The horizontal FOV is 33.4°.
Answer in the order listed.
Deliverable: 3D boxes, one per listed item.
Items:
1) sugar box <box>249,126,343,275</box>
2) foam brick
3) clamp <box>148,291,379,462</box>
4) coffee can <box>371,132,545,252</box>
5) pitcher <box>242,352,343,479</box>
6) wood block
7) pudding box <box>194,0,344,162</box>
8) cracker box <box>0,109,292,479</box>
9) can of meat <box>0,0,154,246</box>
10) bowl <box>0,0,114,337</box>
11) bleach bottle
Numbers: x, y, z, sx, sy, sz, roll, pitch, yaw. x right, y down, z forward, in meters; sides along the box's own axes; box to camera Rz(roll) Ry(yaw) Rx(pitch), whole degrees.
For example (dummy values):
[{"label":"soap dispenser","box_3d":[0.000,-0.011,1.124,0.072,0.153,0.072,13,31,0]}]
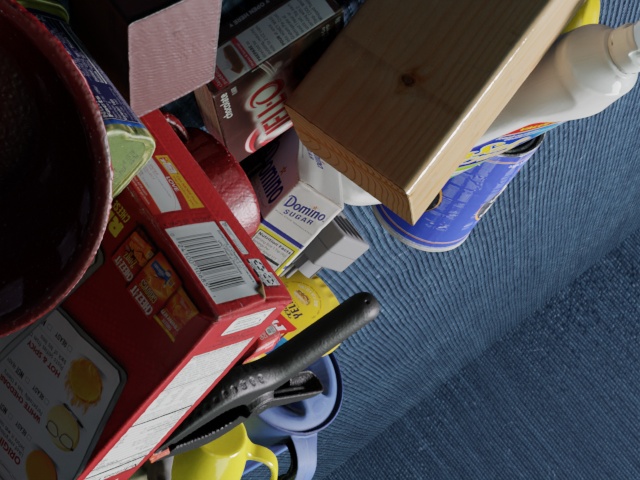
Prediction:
[{"label":"sugar box","box_3d":[-0.055,0.001,0.778,0.176,0.048,0.093,-49,-157,25]},{"label":"foam brick","box_3d":[-0.081,-0.104,0.498,0.051,0.053,0.078,-31,163,-22]},{"label":"clamp","box_3d":[-0.050,0.114,0.855,0.209,0.036,0.165,-20,156,-38]},{"label":"coffee can","box_3d":[0.114,-0.070,0.917,0.102,0.103,0.140,-26,160,-36]},{"label":"pitcher","box_3d":[-0.094,0.189,1.080,0.243,0.145,0.149,-43,-167,40]},{"label":"wood block","box_3d":[0.080,-0.124,0.633,0.206,0.091,0.090,-52,168,-4]},{"label":"pudding box","box_3d":[-0.031,-0.100,0.641,0.090,0.039,0.113,-36,164,-8]},{"label":"cracker box","box_3d":[-0.134,0.038,0.573,0.214,0.164,0.071,-48,159,30]},{"label":"can of meat","box_3d":[-0.136,-0.045,0.486,0.102,0.084,0.057,-44,163,20]},{"label":"bowl","box_3d":[-0.158,-0.038,0.411,0.162,0.162,0.055,-44,-159,17]},{"label":"bleach bottle","box_3d":[0.116,-0.091,0.740,0.102,0.068,0.251,-8,171,-41]}]
